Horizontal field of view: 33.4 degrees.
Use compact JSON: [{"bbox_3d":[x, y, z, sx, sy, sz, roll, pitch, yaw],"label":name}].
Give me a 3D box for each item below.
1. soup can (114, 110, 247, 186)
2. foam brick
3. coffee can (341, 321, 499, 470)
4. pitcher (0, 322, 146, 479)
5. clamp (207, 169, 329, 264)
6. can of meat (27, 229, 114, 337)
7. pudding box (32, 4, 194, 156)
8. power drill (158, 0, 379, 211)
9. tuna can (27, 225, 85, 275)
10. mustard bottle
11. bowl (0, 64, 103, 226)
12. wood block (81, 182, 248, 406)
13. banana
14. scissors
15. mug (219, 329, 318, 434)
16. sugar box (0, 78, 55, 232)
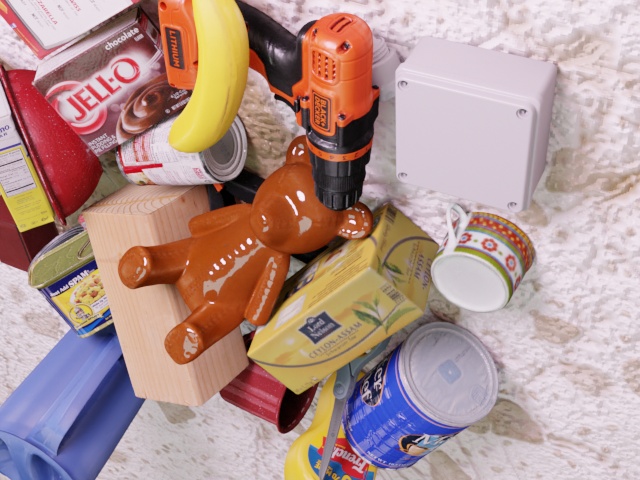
[{"bbox_3d":[-0.125,-0.084,0.962,0.102,0.068,0.068,0,132,35],"label":"soup can"},{"bbox_3d":[-0.336,-0.011,1.203,0.051,0.053,0.078,15,138,21],"label":"foam brick"},{"bbox_3d":[0.093,0.153,1.038,0.103,0.102,0.140,35,142,-3],"label":"coffee can"},{"bbox_3d":[-0.251,0.159,1.172,0.149,0.242,0.145,4,134,32],"label":"pitcher"},{"bbox_3d":[-0.057,0.001,1.024,0.120,0.039,0.171,-34,106,30],"label":"clamp"},{"bbox_3d":[-0.236,0.042,1.107,0.102,0.057,0.084,-30,122,5],"label":"can of meat"},{"bbox_3d":[-0.175,-0.136,0.919,0.114,0.039,0.090,-28,127,14],"label":"pudding box"},{"bbox_3d":[-0.038,-0.122,0.842,0.188,0.057,0.184,29,143,23],"label":"power drill"},{"bbox_3d":[-0.276,0.023,1.171,0.086,0.086,0.033,-8,129,40],"label":"tuna can"},{"bbox_3d":[0.015,0.228,1.100,0.096,0.191,0.058,41,142,-10],"label":"mustard bottle"},{"bbox_3d":[-0.247,-0.097,1.007,0.162,0.055,0.162,158,90,-81],"label":"bowl"},{"bbox_3d":[-0.151,0.051,1.062,0.091,0.090,0.206,4,116,34],"label":"wood block"},{"bbox_3d":[-0.085,-0.122,0.811,0.070,0.037,0.198,54,150,27],"label":"banana"},{"bbox_3d":[0.013,0.128,1.044,0.096,0.016,0.202,40,112,38],"label":"scissors"},{"bbox_3d":[-0.057,0.141,1.143,0.082,0.093,0.117,21,138,23],"label":"mug"},{"bbox_3d":[-0.307,-0.094,1.037,0.176,0.048,0.093,82,163,-58],"label":"sugar box"}]
